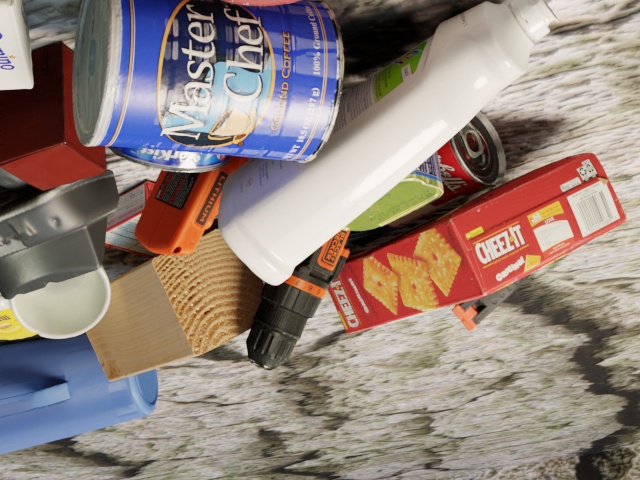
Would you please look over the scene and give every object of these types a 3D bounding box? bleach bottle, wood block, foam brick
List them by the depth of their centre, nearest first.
[{"bbox_3d":[-0.177,-0.081,0.705,0.053,0.078,0.051,-14,156,17],"label":"foam brick"},{"bbox_3d":[0.046,-0.077,0.708,0.251,0.102,0.068,-35,114,18],"label":"bleach bottle"},{"bbox_3d":[-0.140,0.061,0.981,0.090,0.091,0.206,-27,-178,-33],"label":"wood block"}]

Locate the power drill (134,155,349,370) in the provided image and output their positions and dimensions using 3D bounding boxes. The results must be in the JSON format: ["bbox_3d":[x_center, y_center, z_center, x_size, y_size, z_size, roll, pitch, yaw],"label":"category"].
[{"bbox_3d":[-0.056,0.001,0.846,0.057,0.184,0.187,19,175,42],"label":"power drill"}]

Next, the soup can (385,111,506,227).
[{"bbox_3d":[0.087,-0.058,0.855,0.068,0.068,0.102,14,151,-43],"label":"soup can"}]

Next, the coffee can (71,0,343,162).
[{"bbox_3d":[-0.070,-0.103,0.645,0.140,0.103,0.103,3,157,-24],"label":"coffee can"}]

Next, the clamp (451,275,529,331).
[{"bbox_3d":[0.189,0.021,1.024,0.171,0.039,0.120,-46,176,-43],"label":"clamp"}]

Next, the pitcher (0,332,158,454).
[{"bbox_3d":[-0.321,0.176,1.242,0.243,0.149,0.145,-12,134,5],"label":"pitcher"}]

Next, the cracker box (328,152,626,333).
[{"bbox_3d":[0.121,0.004,0.900,0.163,0.072,0.214,-24,-179,-30],"label":"cracker box"}]

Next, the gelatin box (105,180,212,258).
[{"bbox_3d":[-0.150,-0.018,0.939,0.089,0.030,0.073,-24,151,38],"label":"gelatin box"}]

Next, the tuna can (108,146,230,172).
[{"bbox_3d":[-0.102,-0.077,0.729,0.086,0.086,0.034,2,114,-21],"label":"tuna can"}]

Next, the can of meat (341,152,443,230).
[{"bbox_3d":[0.042,-0.062,0.808,0.057,0.084,0.102,12,152,-39],"label":"can of meat"}]
